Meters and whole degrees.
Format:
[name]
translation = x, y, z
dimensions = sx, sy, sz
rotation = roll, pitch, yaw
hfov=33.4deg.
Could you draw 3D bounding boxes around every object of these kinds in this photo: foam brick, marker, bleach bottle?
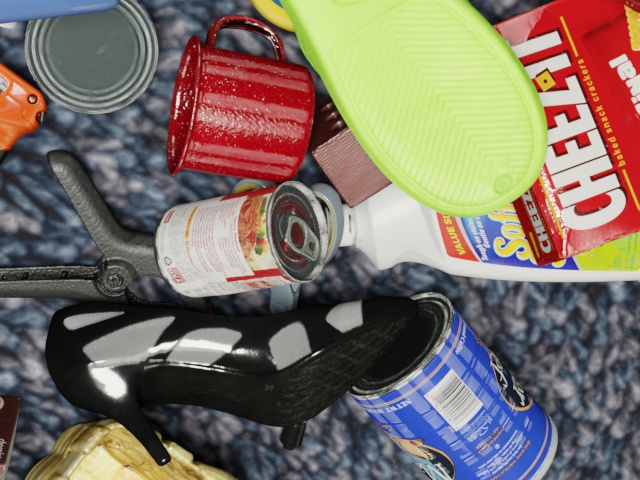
[foam brick]
translation = 0.022, -0.067, 0.736
dimensions = 0.053, 0.078, 0.051
rotation = -34, 114, 5
[marker]
translation = -0.008, 0.110, 0.830
dimensions = 0.020, 0.020, 0.121
rotation = 13, 108, -14
[bleach bottle]
translation = 0.128, -0.010, 0.783
dimensions = 0.250, 0.068, 0.102
rotation = -4, 108, -5

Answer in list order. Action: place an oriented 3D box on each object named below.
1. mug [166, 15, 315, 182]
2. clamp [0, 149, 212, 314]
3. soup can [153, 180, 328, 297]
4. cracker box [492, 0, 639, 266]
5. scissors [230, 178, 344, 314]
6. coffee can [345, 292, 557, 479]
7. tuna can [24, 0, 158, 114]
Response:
[mug]
translation = -0.053, -0.095, 0.716
dimensions = 0.081, 0.093, 0.117
rotation = 8, 73, -17
[clamp]
translation = -0.158, 0.026, 0.764
dimensions = 0.171, 0.039, 0.120
rotation = 40, 108, -21
[soup can]
translation = -0.055, 0.001, 0.729
dimensions = 0.102, 0.068, 0.068
rotation = -9, 117, 34
[cracker box]
translation = 0.223, -0.096, 0.721
dimensions = 0.213, 0.072, 0.164
rotation = -21, 85, -4
[scissors]
translation = -0.041, 0.033, 0.792
dimensions = 0.096, 0.016, 0.202
rotation = 32, 126, 12
[coffee can]
translation = 0.098, 0.123, 0.806
dimensions = 0.103, 0.103, 0.140
rotation = -39, 111, 7
[tuna can]
translation = -0.151, -0.130, 0.708
dimensions = 0.086, 0.034, 0.086
rotation = -3, 111, -8
